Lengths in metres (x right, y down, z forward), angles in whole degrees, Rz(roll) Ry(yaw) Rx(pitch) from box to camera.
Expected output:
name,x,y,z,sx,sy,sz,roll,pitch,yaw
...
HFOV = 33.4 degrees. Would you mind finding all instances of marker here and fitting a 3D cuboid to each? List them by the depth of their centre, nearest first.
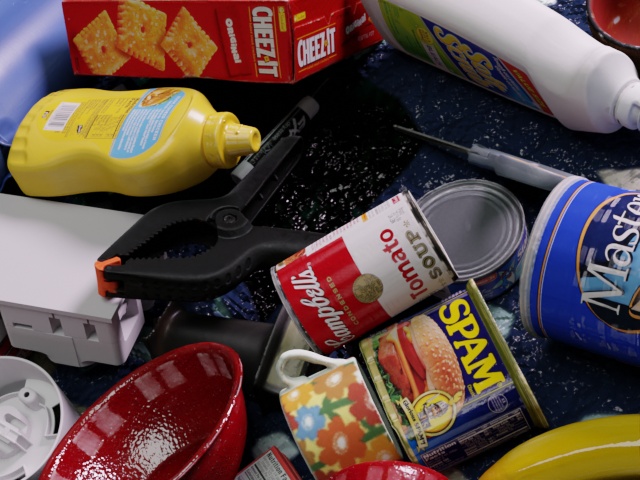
name,x,y,z,sx,sy,sz,roll,pitch,yaw
marker,-0.027,-0.090,0.867,0.020,0.020,0.121,29,70,37

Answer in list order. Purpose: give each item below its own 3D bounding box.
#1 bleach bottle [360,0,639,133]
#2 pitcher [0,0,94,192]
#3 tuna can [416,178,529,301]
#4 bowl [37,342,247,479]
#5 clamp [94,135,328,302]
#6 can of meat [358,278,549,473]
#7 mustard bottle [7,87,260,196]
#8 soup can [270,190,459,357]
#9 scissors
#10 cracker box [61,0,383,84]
name,x,y,z,sx,sy,sz,roll,pitch,yaw
bleach bottle,0.138,-0.146,0.781,0.068,0.102,0.251,-47,50,-8
pitcher,-0.277,-0.157,0.929,0.145,0.149,0.242,-25,26,43
tuna can,0.100,0.001,0.733,0.086,0.033,0.086,-12,51,15
bowl,-0.103,0.140,0.680,0.162,0.055,0.162,-29,24,14
clamp,-0.055,0.001,0.760,0.209,0.036,0.165,-24,46,-27
can of meat,0.080,0.087,0.663,0.084,0.057,0.102,-27,48,6
mustard bottle,-0.134,-0.075,0.801,0.192,0.058,0.096,2,45,24
soup can,0.029,0.021,0.683,0.102,0.068,0.068,-30,49,7
scissors,0.112,-0.059,0.746,0.202,0.096,0.016,22,99,32
cracker box,-0.076,-0.181,0.881,0.214,0.072,0.164,8,25,28
